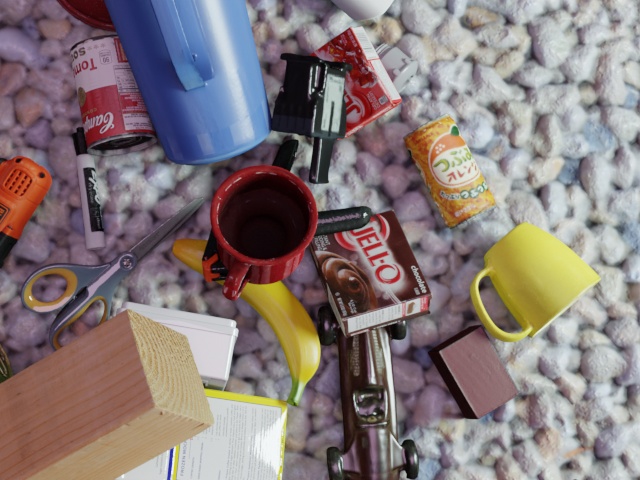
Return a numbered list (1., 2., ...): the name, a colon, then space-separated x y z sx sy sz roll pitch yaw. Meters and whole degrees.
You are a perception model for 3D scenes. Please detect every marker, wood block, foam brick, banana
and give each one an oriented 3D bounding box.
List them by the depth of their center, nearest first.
1. wood block: -0.204 0.152 0.879 0.206 0.090 0.090 -30 61 14
2. banana: -0.059 0.062 1.027 0.069 0.037 0.198 -33 77 -33
3. marker: -0.226 -0.051 1.041 0.020 0.020 0.121 -8 84 -7
4. foam brick: 0.150 0.129 1.042 0.051 0.053 0.078 -29 87 -9

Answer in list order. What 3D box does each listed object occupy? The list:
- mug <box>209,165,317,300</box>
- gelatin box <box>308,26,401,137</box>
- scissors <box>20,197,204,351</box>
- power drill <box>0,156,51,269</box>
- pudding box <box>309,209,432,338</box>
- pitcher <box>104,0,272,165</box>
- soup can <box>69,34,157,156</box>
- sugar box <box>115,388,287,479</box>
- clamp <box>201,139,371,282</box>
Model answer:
1. mug: -0.056 0.001 0.949 0.093 0.081 0.117 22 70 3
2. gelatin box: 0.028 -0.155 1.057 0.073 0.030 0.089 -30 85 31
3. scissors: -0.206 0.016 1.022 0.096 0.016 0.202 36 86 -18
4. power drill: -0.375 -0.033 1.006 0.187 0.057 0.184 33 84 -3
5. pudding box: 0.046 0.031 1.027 0.090 0.039 0.113 -16 55 -7
6. pitcher: -0.125 -0.193 0.970 0.149 0.145 0.243 -36 119 -40
7. soup can: -0.200 -0.140 1.030 0.068 0.068 0.102 -11 84 -7
8. sugar box: -0.119 0.182 0.976 0.176 0.048 0.093 13 69 -23
9. clamp: -0.050 -0.026 1.028 0.171 0.039 0.120 -28 59 -19
